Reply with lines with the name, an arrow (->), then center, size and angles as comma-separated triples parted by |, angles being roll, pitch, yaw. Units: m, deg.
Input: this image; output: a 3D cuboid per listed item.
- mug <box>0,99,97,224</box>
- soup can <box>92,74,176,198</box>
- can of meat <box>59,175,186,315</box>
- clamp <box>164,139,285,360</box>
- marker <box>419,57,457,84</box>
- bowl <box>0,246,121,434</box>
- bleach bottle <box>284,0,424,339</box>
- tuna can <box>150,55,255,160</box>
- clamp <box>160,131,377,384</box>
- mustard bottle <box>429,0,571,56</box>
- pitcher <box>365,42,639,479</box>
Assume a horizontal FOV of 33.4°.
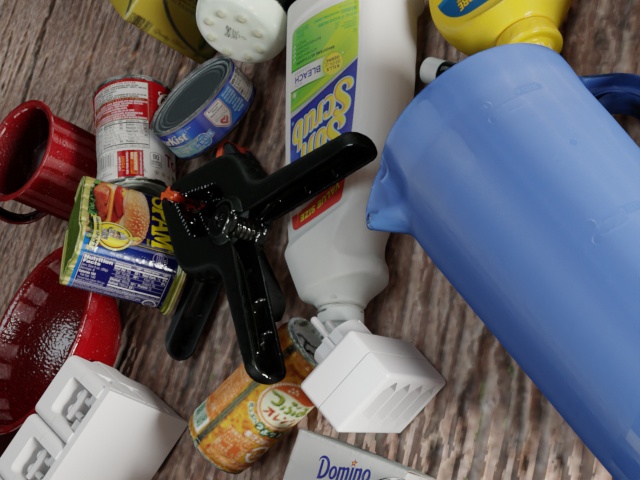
mug -> -0.242, -0.057, 0.941 | 0.117, 0.081, 0.093 | -46, 49, 16
soup can -> -0.155, -0.077, 0.885 | 0.069, 0.068, 0.102 | -24, 59, 31
can of meat -> -0.148, 0.002, 0.810 | 0.102, 0.083, 0.057 | -101, 32, -54
clamp -> -0.076, 0.007, 0.803 | 0.120, 0.039, 0.171 | -29, 48, 30
marker -> 0.115, -0.100, 0.698 | 0.121, 0.020, 0.020 | 24, 88, 43
bowl -> -0.208, 0.086, 0.858 | 0.162, 0.055, 0.162 | -33, 42, 36
bleach bottle -> 0.022, -0.057, 0.730 | 0.103, 0.068, 0.251 | -17, 64, 41
tuna can -> -0.093, -0.105, 0.846 | 0.086, 0.033, 0.086 | -33, 29, 21
clamp -> -0.055, 0.001, 0.721 | 0.210, 0.036, 0.164 | 12, 80, 54
mustard bottle -> 0.114, -0.176, 0.704 | 0.096, 0.058, 0.192 | -31, 55, 21
pitcher -> 0.150, 0.012, 0.558 | 0.149, 0.144, 0.243 | -54, 50, 26
